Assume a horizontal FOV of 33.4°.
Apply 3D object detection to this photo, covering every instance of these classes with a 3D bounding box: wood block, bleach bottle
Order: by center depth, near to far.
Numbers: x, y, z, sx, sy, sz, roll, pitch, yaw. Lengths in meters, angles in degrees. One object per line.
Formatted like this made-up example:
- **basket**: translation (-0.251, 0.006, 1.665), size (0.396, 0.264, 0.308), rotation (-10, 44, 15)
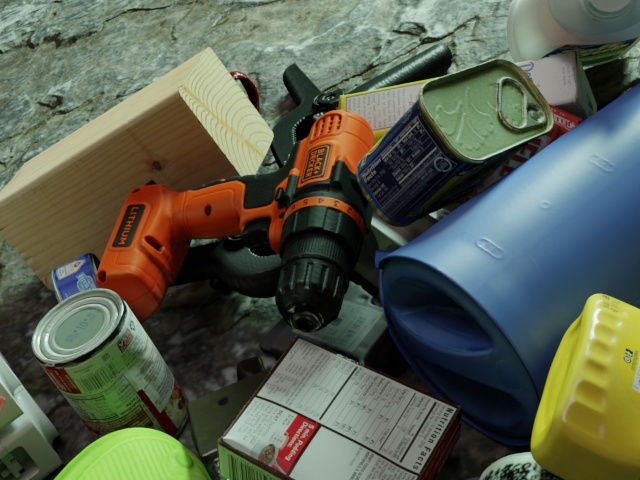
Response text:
- **bleach bottle**: translation (0.185, -0.162, 0.757), size (0.102, 0.068, 0.250), rotation (-4, 5, 10)
- **wood block**: translation (-0.152, -0.053, 0.847), size (0.206, 0.090, 0.090), rotation (-26, 23, 25)

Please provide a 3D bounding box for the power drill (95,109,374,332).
- **power drill**: translation (-0.055, 0.001, 0.710), size (0.188, 0.057, 0.184), rotation (-14, 38, 24)

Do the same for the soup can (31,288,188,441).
- **soup can**: translation (-0.139, 0.090, 0.710), size (0.068, 0.102, 0.068), rotation (-15, 38, 12)

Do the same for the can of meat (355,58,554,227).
- **can of meat**: translation (0.081, -0.059, 0.662), size (0.101, 0.057, 0.084), rotation (-24, -14, -41)

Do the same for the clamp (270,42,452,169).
- **clamp**: translation (0.023, -0.110, 0.907), size (0.165, 0.036, 0.209), rotation (-8, 32, 21)

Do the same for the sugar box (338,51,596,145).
- **sugar box**: translation (0.111, -0.087, 0.793), size (0.176, 0.093, 0.048), rotation (-6, 72, 22)

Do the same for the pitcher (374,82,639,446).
- **pitcher**: translation (0.166, 0.005, 0.634), size (0.242, 0.149, 0.145), rotation (-37, 6, -20)

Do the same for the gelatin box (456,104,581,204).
- **gelatin box**: translation (0.126, -0.059, 0.734), size (0.073, 0.089, 0.030), rotation (26, 36, 0)

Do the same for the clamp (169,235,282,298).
- **clamp**: translation (-0.062, 0.010, 0.785), size (0.120, 0.039, 0.172), rotation (-46, 35, -17)

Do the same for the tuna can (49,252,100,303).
- **tuna can**: translation (-0.164, 0.053, 0.784), size (0.033, 0.086, 0.086), rotation (-26, 37, -6)

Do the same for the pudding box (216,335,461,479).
- **pudding box**: translation (0.011, 0.114, 0.603), size (0.114, 0.039, 0.090), rotation (23, 51, 20)
